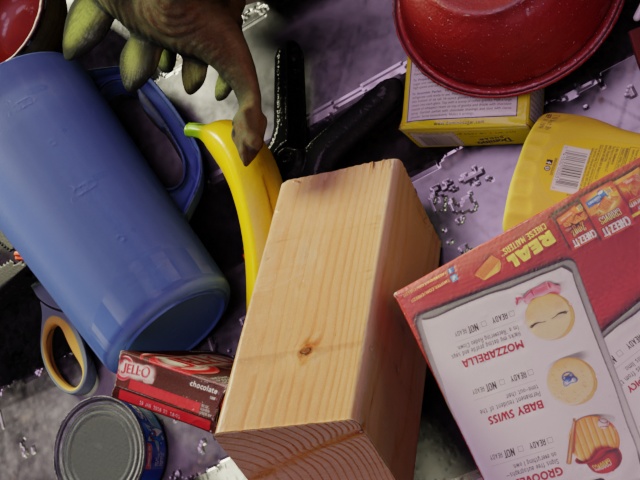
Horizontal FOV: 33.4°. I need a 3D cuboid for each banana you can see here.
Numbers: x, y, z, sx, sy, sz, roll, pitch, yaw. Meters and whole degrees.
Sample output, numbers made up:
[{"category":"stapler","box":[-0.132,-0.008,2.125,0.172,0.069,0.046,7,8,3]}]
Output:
[{"category":"banana","box":[-0.047,-0.010,0.761,0.070,0.037,0.198,-38,63,51]}]

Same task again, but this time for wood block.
[{"category":"wood block","box":[0.012,0.056,0.671,0.091,0.090,0.206,-10,43,24]}]

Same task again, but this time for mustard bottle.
[{"category":"mustard bottle","box":[0.216,-0.022,0.653,0.192,0.058,0.096,11,66,27]}]

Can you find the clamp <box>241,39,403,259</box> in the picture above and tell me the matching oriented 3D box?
[{"category":"clamp","box":[-0.020,-0.066,0.793,0.120,0.039,0.171,40,102,42]}]

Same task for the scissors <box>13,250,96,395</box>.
[{"category":"scissors","box":[-0.215,0.029,0.884,0.096,0.016,0.202,-30,68,18]}]

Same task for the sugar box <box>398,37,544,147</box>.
[{"category":"sugar box","box":[0.110,-0.156,0.743,0.093,0.048,0.176,1,77,27]}]

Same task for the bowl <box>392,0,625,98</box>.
[{"category":"bowl","box":[0.114,-0.177,0.689,0.162,0.055,0.162,-6,75,23]}]

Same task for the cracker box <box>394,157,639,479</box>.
[{"category":"cracker box","box":[0.161,0.086,0.582,0.164,0.072,0.214,-31,72,16]}]

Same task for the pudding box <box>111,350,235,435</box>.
[{"category":"pudding box","box":[-0.075,0.103,0.744,0.090,0.113,0.039,15,90,28]}]

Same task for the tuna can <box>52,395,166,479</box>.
[{"category":"tuna can","box":[-0.161,0.163,0.820,0.086,0.033,0.086,-6,77,26]}]

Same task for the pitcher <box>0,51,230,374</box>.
[{"category":"pitcher","box":[-0.168,-0.025,0.818,0.149,0.144,0.243,-49,66,23]}]
